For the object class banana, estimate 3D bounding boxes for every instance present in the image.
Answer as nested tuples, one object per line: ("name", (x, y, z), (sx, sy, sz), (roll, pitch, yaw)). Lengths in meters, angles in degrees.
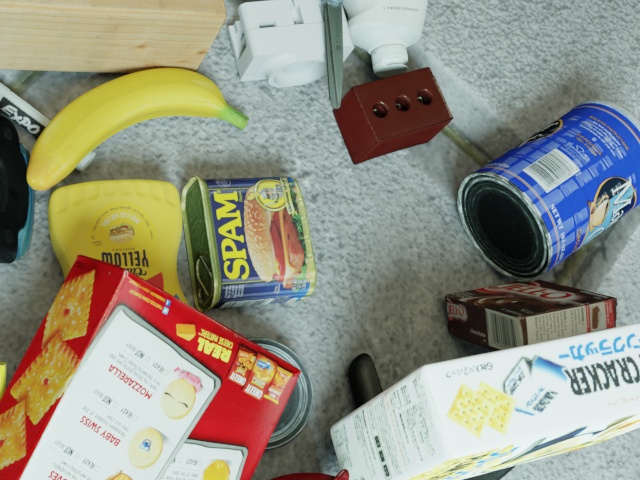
("banana", (-0.146, -0.094, 0.812), (0.197, 0.037, 0.070), (-23, 62, -36))

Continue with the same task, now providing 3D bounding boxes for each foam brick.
("foam brick", (0.060, -0.105, 0.896), (0.078, 0.051, 0.053), (-19, 80, -24))

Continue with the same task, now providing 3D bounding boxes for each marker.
("marker", (-0.225, -0.096, 0.810), (0.121, 0.020, 0.020), (38, 65, -5))

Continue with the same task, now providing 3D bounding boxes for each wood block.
("wood block", (-0.187, -0.186, 0.802), (0.205, 0.090, 0.091), (-2, 70, -26))

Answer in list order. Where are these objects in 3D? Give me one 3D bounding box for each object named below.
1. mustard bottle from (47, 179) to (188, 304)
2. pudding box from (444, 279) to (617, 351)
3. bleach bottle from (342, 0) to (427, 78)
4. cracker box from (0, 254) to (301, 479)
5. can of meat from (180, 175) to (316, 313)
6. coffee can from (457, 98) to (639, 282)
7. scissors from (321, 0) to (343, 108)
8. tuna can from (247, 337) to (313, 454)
("mustard bottle", (-0.141, 0.054, 0.770), (0.096, 0.058, 0.191), (-3, 75, -19))
("pudding box", (0.165, 0.060, 0.847), (0.089, 0.114, 0.039), (-10, 102, -22))
("bleach bottle", (0.034, -0.264, 0.934), (0.102, 0.068, 0.251), (-4, 77, -20))
("cracker box", (-0.129, 0.140, 0.683), (0.164, 0.072, 0.213), (35, 77, -39))
("can of meat", (-0.055, 0.001, 0.819), (0.083, 0.058, 0.102), (-3, 75, -24))
("coffee can", (0.201, -0.043, 0.898), (0.140, 0.103, 0.103), (-32, 86, -25))
("scissors", (-0.006, -0.213, 0.862), (0.096, 0.016, 0.201), (20, 71, -25))
("tuna can", (-0.049, 0.116, 0.796), (0.086, 0.034, 0.086), (6, 71, -18))
